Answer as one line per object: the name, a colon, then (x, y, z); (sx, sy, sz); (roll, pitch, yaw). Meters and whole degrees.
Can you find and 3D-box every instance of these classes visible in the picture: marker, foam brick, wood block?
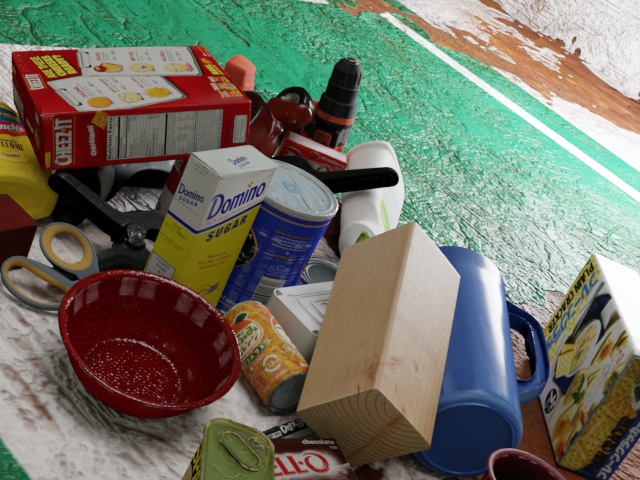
marker: (-0.027, 0.171, 0.952); (0.020, 0.020, 0.120); (41, 29, 27)
foam brick: (-0.307, -0.004, 0.969); (0.051, 0.053, 0.078); (39, 28, 23)
wood block: (0.059, 0.093, 0.993); (0.090, 0.091, 0.206); (48, 38, -29)

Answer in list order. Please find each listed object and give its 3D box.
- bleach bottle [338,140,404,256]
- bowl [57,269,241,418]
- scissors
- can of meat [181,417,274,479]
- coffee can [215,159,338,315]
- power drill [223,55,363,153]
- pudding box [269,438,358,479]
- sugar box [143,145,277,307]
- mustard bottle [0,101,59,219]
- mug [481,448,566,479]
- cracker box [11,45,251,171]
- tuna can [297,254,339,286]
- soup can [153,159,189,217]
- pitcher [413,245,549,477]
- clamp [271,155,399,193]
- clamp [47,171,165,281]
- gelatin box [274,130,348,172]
bleach bottle: (0.058, -0.035, 1.330); (0.068, 0.102, 0.250); (-13, 23, 15)
bowl: (-0.152, 0.099, 0.914); (0.162, 0.055, 0.162); (20, 33, -14)
scissors: (-0.191, 0.049, 0.982); (0.201, 0.016, 0.096); (22, 60, -10)
can of meat: (-0.076, 0.196, 0.784); (0.057, 0.084, 0.102); (21, 27, -14)
coffee can: (-0.057, 0.001, 1.098); (0.102, 0.140, 0.103); (22, 26, -12)
power drill: (-0.044, -0.180, 1.421); (0.188, 0.184, 0.057); (25, 24, 17)
pudding box: (-0.022, 0.204, 0.873); (0.113, 0.039, 0.090); (9, 31, -34)
sugar box: (-0.111, -0.002, 1.011); (0.048, 0.176, 0.093); (38, 28, 21)
mustard bottle: (-0.337, -0.096, 1.104); (0.096, 0.058, 0.192); (6, 32, -32)
mug: (0.164, 0.247, 0.924); (0.093, 0.082, 0.117); (32, 26, 8)
cracker box: (-0.200, -0.142, 1.113); (0.213, 0.072, 0.164); (-7, 33, -23)
tuna can: (0.005, 0.054, 1.185); (0.086, 0.034, 0.086); (22, 26, -12)
soup can: (-0.137, -0.052, 1.165); (0.068, 0.102, 0.068); (22, 26, -12)
pitcher: (0.147, 0.123, 1.086); (0.145, 0.149, 0.243); (56, 18, -27)
clamp: (-0.018, -0.066, 1.303); (0.164, 0.036, 0.210); (-33, 39, -23)
clamp: (-0.198, -0.008, 1.062); (0.171, 0.039, 0.120); (5, 68, -44)
gelatin box: (-0.019, -0.092, 1.385); (0.089, 0.073, 0.030); (22, 26, -11)
